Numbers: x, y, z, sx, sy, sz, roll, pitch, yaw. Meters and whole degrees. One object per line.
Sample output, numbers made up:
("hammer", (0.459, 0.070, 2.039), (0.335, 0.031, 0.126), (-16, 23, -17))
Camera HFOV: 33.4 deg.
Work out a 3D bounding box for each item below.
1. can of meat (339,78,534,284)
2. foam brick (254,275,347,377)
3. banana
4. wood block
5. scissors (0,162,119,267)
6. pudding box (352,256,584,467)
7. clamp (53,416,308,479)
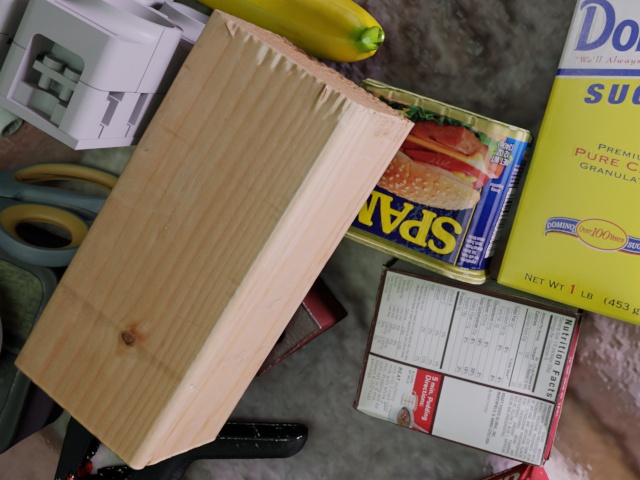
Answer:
("can of meat", (0.056, -0.034, 0.577), (0.102, 0.057, 0.084), (22, 100, 20))
("foam brick", (-0.032, 0.030, 0.617), (0.053, 0.051, 0.078), (-38, 85, 18))
("banana", (-0.039, -0.143, 0.590), (0.198, 0.069, 0.037), (28, 81, 20))
("wood block", (-0.054, 0.001, 0.542), (0.091, 0.090, 0.206), (36, 103, 17))
("scissors", (-0.215, -0.022, 0.623), (0.201, 0.096, 0.016), (2, 129, -11))
("pudding box", (0.081, 0.066, 0.594), (0.113, 0.039, 0.090), (14, 100, 13))
("clamp", (-0.103, 0.103, 0.654), (0.172, 0.039, 0.120), (-26, 87, 18))
